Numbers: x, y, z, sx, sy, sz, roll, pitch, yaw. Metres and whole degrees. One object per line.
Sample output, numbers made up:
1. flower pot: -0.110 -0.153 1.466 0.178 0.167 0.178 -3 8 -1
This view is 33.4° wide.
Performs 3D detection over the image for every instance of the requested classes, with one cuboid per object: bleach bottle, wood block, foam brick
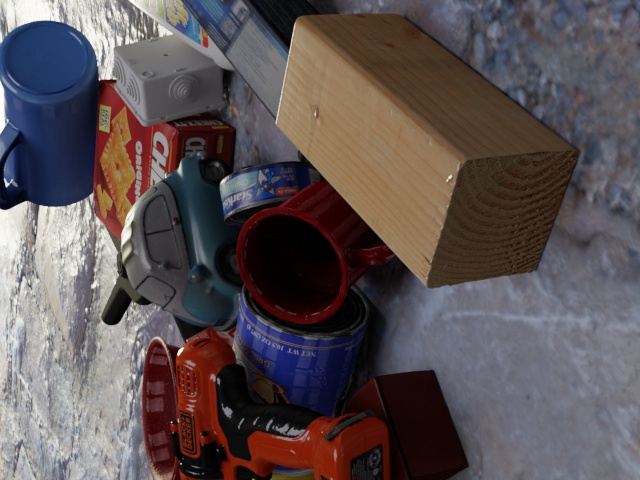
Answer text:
1. bleach bottle: -0.104 -0.228 0.990 0.251 0.067 0.103 41 130 47
2. wood block: 0.060 -0.068 0.704 0.206 0.090 0.091 50 137 44
3. foam brick: 0.061 0.140 0.778 0.053 0.051 0.078 -49 53 53

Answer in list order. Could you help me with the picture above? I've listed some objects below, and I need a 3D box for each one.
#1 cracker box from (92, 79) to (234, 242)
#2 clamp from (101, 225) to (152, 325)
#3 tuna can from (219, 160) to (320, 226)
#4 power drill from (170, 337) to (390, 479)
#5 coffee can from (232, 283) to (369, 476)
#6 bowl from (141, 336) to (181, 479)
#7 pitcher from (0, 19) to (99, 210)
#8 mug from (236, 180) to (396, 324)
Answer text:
1. cracker box: -0.173 -0.068 1.127 0.214 0.072 0.164 35 124 53
2. clamp: -0.224 0.037 1.272 0.210 0.036 0.164 16 109 58
3. tuna can: -0.040 -0.038 0.888 0.086 0.086 0.034 -27 70 59
4. power drill: -0.036 0.176 0.791 0.188 0.057 0.184 11 112 40
5. coffee can: -0.024 0.105 0.869 0.103 0.102 0.140 47 134 47
6. bowl: -0.146 0.181 1.130 0.162 0.055 0.162 179 90 -67
7. pitcher: -0.321 -0.139 1.242 0.243 0.145 0.149 114 151 -64
8. mug: 0.007 0.004 0.803 0.117 0.081 0.093 -4 110 31
